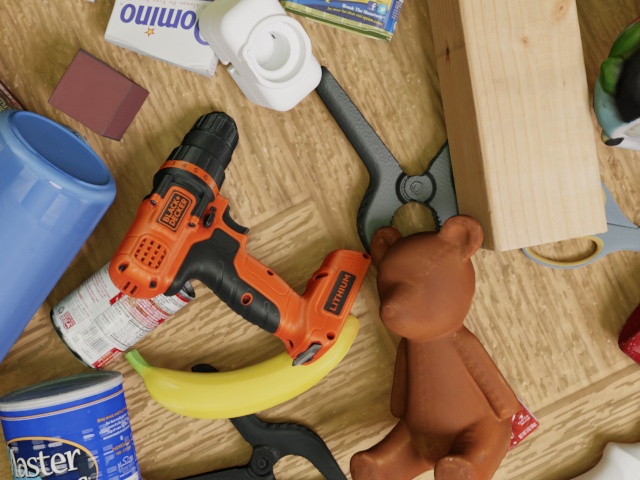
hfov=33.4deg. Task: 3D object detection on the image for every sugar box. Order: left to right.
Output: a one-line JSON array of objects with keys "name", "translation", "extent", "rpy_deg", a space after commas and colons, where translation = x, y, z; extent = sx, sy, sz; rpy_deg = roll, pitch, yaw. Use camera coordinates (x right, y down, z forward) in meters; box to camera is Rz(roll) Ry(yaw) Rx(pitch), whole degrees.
[{"name": "sugar box", "translation": [-0.106, -0.233, 0.879], "extent": [0.093, 0.048, 0.176], "rpy_deg": [18, 92, 1]}]

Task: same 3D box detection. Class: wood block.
[{"name": "wood block", "translation": [0.150, -0.102, 0.827], "extent": [0.090, 0.091, 0.206], "rpy_deg": [-10, 95, -9]}]

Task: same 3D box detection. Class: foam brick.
[{"name": "foam brick", "translation": [-0.179, -0.117, 0.872], "extent": [0.053, 0.078, 0.051], "rpy_deg": [33, 92, 0]}]

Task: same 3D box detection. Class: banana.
[{"name": "banana", "translation": [-0.058, 0.108, 0.879], "extent": [0.197, 0.037, 0.069], "rpy_deg": [-8, 82, -10]}]

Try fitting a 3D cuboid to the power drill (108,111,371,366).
[{"name": "power drill", "translation": [-0.056, 0.001, 0.861], "extent": [0.187, 0.057, 0.184], "rpy_deg": [30, 58, -8]}]

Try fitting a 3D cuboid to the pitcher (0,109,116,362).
[{"name": "pitcher", "translation": [-0.276, 0.017, 0.825], "extent": [0.145, 0.149, 0.243], "rpy_deg": [39, 104, -6]}]

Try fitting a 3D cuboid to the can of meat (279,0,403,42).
[{"name": "can of meat", "translation": [0.024, -0.216, 0.870], "extent": [0.102, 0.057, 0.084], "rpy_deg": [17, 96, 2]}]

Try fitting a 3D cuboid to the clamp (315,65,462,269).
[{"name": "clamp", "translation": [0.068, -0.049, 0.886], "extent": [0.164, 0.036, 0.210], "rpy_deg": [7, 92, -1]}]

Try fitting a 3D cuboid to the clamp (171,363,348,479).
[{"name": "clamp", "translation": [-0.059, 0.193, 0.901], "extent": [0.171, 0.039, 0.120], "rpy_deg": [29, 91, 3]}]

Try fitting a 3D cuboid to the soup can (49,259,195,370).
[{"name": "soup can", "translation": [-0.164, 0.052, 0.885], "extent": [0.102, 0.068, 0.068], "rpy_deg": [-38, 91, 4]}]

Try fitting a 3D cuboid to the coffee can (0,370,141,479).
[{"name": "coffee can", "translation": [-0.200, 0.187, 0.875], "extent": [0.103, 0.103, 0.140], "rpy_deg": [-11, 93, 2]}]
